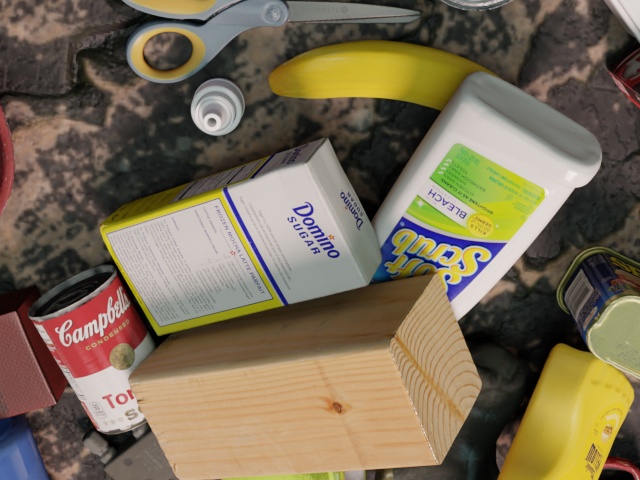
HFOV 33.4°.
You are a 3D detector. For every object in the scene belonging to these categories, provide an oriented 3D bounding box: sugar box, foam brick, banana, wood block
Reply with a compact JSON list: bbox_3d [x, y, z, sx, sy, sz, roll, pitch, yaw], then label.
[{"bbox_3d":[-0.054,0.001,0.711,0.176,0.048,0.093,-15,112,29],"label":"sugar box"},{"bbox_3d":[-0.222,0.081,0.771,0.053,0.051,0.078,-15,110,7],"label":"foam brick"},{"bbox_3d":[0.067,-0.095,0.710,0.197,0.037,0.070,21,107,-7],"label":"banana"},{"bbox_3d":[-0.012,0.095,0.712,0.206,0.090,0.091,-11,112,33],"label":"wood block"}]

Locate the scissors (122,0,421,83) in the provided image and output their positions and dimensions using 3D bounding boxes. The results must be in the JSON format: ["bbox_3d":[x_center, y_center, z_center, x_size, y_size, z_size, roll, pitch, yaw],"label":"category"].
[{"bbox_3d":[-0.043,-0.135,0.707,0.201,0.016,0.096,16,112,-6],"label":"scissors"}]

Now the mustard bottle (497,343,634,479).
[{"bbox_3d":[0.155,0.174,0.741,0.191,0.058,0.096,-63,145,-14],"label":"mustard bottle"}]

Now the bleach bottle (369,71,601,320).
[{"bbox_3d":[0.077,0.015,0.719,0.102,0.068,0.251,31,123,3],"label":"bleach bottle"}]

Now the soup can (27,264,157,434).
[{"bbox_3d":[-0.153,0.078,0.760,0.068,0.068,0.102,-23,109,8],"label":"soup can"}]
